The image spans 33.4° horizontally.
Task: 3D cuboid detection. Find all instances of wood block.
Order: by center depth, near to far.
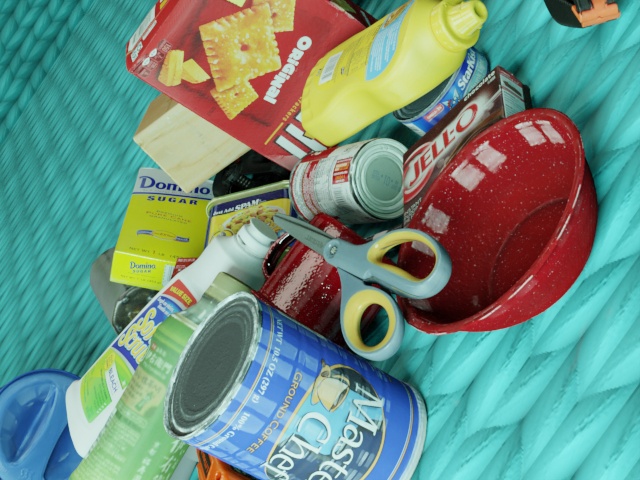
[{"bbox_3d":[-0.091,-0.154,1.147,0.206,0.090,0.090,-32,26,26],"label":"wood block"}]

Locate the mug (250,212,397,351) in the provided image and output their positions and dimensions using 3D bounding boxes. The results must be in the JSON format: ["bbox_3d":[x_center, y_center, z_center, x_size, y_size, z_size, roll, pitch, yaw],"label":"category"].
[{"bbox_3d":[0.001,0.028,0.813,0.081,0.093,0.117,-54,45,-2],"label":"mug"}]

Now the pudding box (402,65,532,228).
[{"bbox_3d":[0.107,-0.060,0.784,0.114,0.039,0.090,-41,30,33],"label":"pudding box"}]

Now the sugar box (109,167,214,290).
[{"bbox_3d":[-0.165,-0.014,1.151,0.176,0.093,0.048,-89,13,-54],"label":"sugar box"}]

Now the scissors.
[{"bbox_3d":[0.010,0.027,0.724,0.202,0.016,0.096,4,70,53],"label":"scissors"}]

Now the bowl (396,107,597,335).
[{"bbox_3d":[0.120,-0.002,0.674,0.162,0.055,0.162,-43,29,30],"label":"bowl"}]

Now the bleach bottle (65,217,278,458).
[{"bbox_3d":[-0.124,0.079,0.916,0.251,0.068,0.103,-51,33,17],"label":"bleach bottle"}]

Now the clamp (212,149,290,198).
[{"bbox_3d":[-0.077,-0.067,1.140,0.120,0.039,0.171,-38,30,20],"label":"clamp"}]

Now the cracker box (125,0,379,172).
[{"bbox_3d":[-0.050,-0.176,1.002,0.164,0.213,0.072,-48,28,22],"label":"cracker box"}]

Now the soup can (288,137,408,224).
[{"bbox_3d":[0.027,-0.046,0.885,0.102,0.068,0.068,-5,57,60],"label":"soup can"}]

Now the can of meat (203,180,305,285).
[{"bbox_3d":[-0.056,0.001,0.965,0.102,0.057,0.084,-13,45,17],"label":"can of meat"}]

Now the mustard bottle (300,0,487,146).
[{"bbox_3d":[0.062,-0.147,0.860,0.192,0.058,0.096,-23,37,52],"label":"mustard bottle"}]

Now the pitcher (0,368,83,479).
[{"bbox_3d":[-0.327,0.216,1.192,0.243,0.149,0.145,-22,58,57],"label":"pitcher"}]

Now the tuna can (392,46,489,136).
[{"bbox_3d":[0.099,-0.127,0.883,0.086,0.033,0.086,-43,28,30],"label":"tuna can"}]

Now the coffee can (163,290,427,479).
[{"bbox_3d":[-0.016,0.110,0.695,0.103,0.140,0.103,-43,29,30],"label":"coffee can"}]
